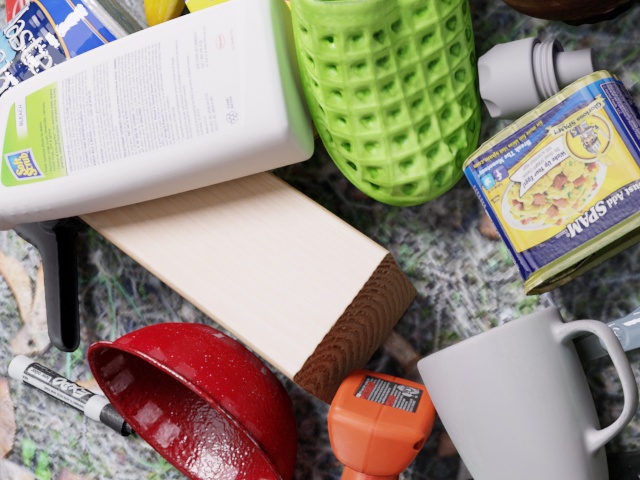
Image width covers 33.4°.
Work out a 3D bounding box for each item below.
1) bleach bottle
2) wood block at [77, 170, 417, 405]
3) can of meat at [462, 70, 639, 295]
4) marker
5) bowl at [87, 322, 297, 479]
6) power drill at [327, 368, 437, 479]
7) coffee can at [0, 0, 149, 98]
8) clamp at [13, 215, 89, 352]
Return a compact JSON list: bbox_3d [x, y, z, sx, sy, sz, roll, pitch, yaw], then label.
[{"bbox_3d":[-0.134,-0.068,0.623,0.251,0.068,0.102,-12,73,14],"label":"bleach bottle"},{"bbox_3d":[-0.054,0.001,0.659,0.206,0.090,0.091,34,84,24],"label":"wood block"},{"bbox_3d":[0.138,-0.030,0.581,0.102,0.057,0.084,-34,74,26],"label":"can of meat"},{"bbox_3d":[-0.182,0.115,0.791,0.121,0.020,0.020,21,102,27],"label":"marker"},{"bbox_3d":[-0.070,0.103,0.680,0.162,0.055,0.162,30,151,19],"label":"bowl"},{"bbox_3d":[0.013,0.176,0.590,0.057,0.184,0.188,15,101,6],"label":"power drill"},{"bbox_3d":[-0.178,-0.100,0.712,0.140,0.102,0.103,-43,72,8],"label":"coffee can"},{"bbox_3d":[-0.188,-0.007,0.773,0.120,0.039,0.172,-47,66,3],"label":"clamp"}]
